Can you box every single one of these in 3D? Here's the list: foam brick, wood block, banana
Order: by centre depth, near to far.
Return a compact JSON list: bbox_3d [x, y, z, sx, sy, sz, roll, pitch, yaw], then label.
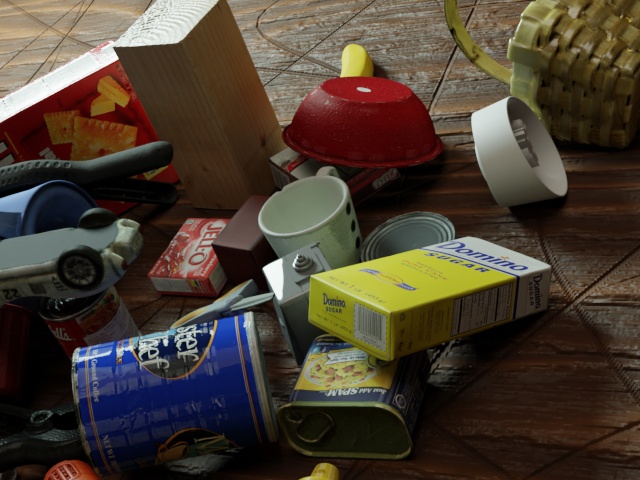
[{"bbox_3d":[-0.057,0.001,1.016,0.051,0.053,0.078,7,44,35],"label":"foam brick"},{"bbox_3d":[-0.115,-0.138,1.096,0.090,0.206,0.090,4,43,33],"label":"wood block"},{"bbox_3d":[0.024,-0.169,1.204,0.070,0.037,0.197,2,43,30],"label":"banana"}]

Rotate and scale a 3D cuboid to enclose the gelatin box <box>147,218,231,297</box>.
[{"bbox_3d":[-0.116,0.015,1.051,0.073,0.030,0.089,2,43,31],"label":"gelatin box"}]

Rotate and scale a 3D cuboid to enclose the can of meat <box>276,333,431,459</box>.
[{"bbox_3d":[0.028,0.116,0.816,0.102,0.057,0.083,-4,37,25],"label":"can of meat"}]

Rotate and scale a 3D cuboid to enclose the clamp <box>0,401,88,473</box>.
[{"bbox_3d":[-0.240,0.170,0.894,0.172,0.039,0.120,-6,28,16],"label":"clamp"}]

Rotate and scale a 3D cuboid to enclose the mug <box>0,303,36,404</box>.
[{"bbox_3d":[-0.317,0.102,0.967,0.093,0.117,0.081,-8,71,24],"label":"mug"}]

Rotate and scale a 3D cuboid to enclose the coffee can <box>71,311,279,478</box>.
[{"bbox_3d":[-0.110,0.119,0.828,0.140,0.103,0.103,-11,35,-2],"label":"coffee can"}]

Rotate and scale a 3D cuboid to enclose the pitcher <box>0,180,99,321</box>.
[{"bbox_3d":[-0.345,0.024,1.067,0.243,0.149,0.144,-11,24,26],"label":"pitcher"}]

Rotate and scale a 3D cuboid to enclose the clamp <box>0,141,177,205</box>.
[{"bbox_3d":[-0.245,-0.058,1.102,0.210,0.164,0.036,-6,76,0],"label":"clamp"}]

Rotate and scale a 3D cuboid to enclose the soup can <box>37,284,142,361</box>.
[{"bbox_3d":[-0.196,0.082,0.947,0.068,0.102,0.068,-15,36,11],"label":"soup can"}]

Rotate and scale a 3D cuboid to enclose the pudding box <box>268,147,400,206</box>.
[{"bbox_3d":[0.012,-0.073,1.086,0.090,0.039,0.114,-33,39,-17],"label":"pudding box"}]

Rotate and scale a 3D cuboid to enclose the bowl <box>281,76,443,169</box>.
[{"bbox_3d":[0.043,-0.123,1.052,0.162,0.055,0.162,3,24,-1],"label":"bowl"}]

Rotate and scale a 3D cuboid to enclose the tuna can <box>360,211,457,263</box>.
[{"bbox_3d":[0.081,0.014,0.937,0.086,0.033,0.086,-15,36,11],"label":"tuna can"}]

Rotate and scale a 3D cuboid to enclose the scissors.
[{"bbox_3d":[-0.063,0.049,0.918,0.096,0.016,0.202,-34,7,-38],"label":"scissors"}]

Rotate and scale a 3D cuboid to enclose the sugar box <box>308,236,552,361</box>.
[{"bbox_3d":[0.087,0.040,0.828,0.175,0.048,0.093,-16,26,-37],"label":"sugar box"}]

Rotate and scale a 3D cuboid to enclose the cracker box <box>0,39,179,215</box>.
[{"bbox_3d":[-0.276,-0.094,1.167,0.213,0.164,0.072,-31,34,-11],"label":"cracker box"}]
